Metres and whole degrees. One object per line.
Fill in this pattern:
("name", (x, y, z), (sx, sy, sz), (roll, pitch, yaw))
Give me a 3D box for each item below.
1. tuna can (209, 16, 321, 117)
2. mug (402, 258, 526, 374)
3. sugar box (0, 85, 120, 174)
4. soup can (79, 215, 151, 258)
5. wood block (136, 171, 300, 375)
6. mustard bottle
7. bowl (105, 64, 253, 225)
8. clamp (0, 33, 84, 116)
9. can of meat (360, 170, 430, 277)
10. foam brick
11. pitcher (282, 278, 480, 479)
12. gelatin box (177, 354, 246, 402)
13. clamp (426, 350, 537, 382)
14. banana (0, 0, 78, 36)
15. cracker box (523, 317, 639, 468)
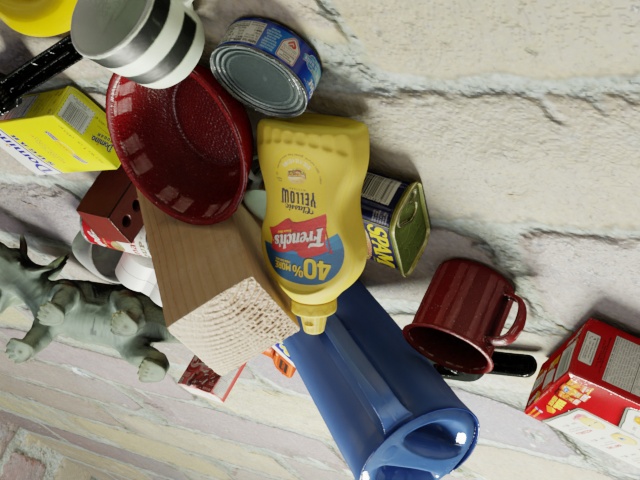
("tuna can", (-0.043, -0.138, 0.850), (0.086, 0.033, 0.086), (23, 156, 10))
("mug", (0.145, 0.072, 1.024), (0.117, 0.081, 0.093), (0, 145, 47))
("sugar box", (-0.287, -0.114, 1.144), (0.177, 0.048, 0.093), (-3, 143, 47))
("soup can", (-0.219, -0.019, 1.241), (0.102, 0.068, 0.068), (13, 153, 28))
("wood block", (-0.101, 0.010, 0.998), (0.090, 0.090, 0.206), (50, -167, -43))
("mustard bottle", (-0.006, -0.010, 0.915), (0.096, 0.058, 0.192), (10, 112, 27))
("bowl", (-0.113, -0.096, 0.938), (0.162, 0.055, 0.162), (21, 129, 28))
("clamp", (-0.302, -0.147, 1.034), (0.036, 0.164, 0.210), (59, 170, -15))
("can of meat", (0.047, -0.021, 0.969), (0.084, 0.057, 0.102), (20, 155, 23))
("foam brick", (-0.221, -0.044, 1.179), (0.051, 0.078, 0.053), (14, 154, 31))
("pitcher", (0.044, 0.134, 1.091), (0.144, 0.149, 0.243), (-1, -143, -33))
("gelatin box", (-0.141, 0.169, 1.406), (0.030, 0.073, 0.089), (41, 159, -31))
("clamp", (0.149, 0.124, 1.183), (0.120, 0.039, 0.172), (35, 156, -14))
("banana", (-0.229, -0.206, 0.902), (0.198, 0.037, 0.069), (1, 146, 45))
("cracker box", (0.327, 0.167, 1.045), (0.214, 0.072, 0.164), (24, 157, 5))
